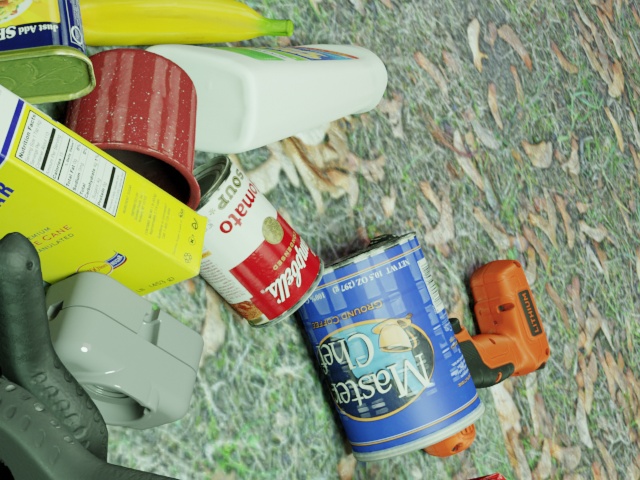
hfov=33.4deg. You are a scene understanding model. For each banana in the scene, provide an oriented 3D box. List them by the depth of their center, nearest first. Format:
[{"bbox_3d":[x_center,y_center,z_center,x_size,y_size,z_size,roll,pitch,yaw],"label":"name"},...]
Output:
[{"bbox_3d":[-0.111,-0.152,0.725,0.197,0.070,0.037,-11,100,-43],"label":"banana"}]

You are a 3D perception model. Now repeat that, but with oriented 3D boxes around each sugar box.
[{"bbox_3d":[-0.157,-0.023,0.587,0.176,0.094,0.048,31,51,-38],"label":"sugar box"}]

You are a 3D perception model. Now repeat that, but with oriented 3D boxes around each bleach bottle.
[{"bbox_3d":[-0.025,-0.118,0.804,0.250,0.103,0.068,-25,124,-59],"label":"bleach bottle"}]

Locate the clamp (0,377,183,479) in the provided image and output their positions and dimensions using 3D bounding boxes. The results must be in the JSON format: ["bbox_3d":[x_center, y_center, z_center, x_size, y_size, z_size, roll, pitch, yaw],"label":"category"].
[{"bbox_3d":[-0.132,0.133,0.529,0.210,0.165,0.036,28,39,7],"label":"clamp"}]

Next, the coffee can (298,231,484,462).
[{"bbox_3d":[0.047,0.077,0.782,0.102,0.103,0.140,-22,91,-53],"label":"coffee can"}]

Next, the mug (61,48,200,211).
[{"bbox_3d":[-0.129,-0.065,0.654,0.117,0.093,0.081,11,56,-16],"label":"mug"}]

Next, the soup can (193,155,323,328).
[{"bbox_3d":[-0.055,0.001,0.721,0.102,0.069,0.068,49,42,-23],"label":"soup can"}]

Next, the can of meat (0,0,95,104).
[{"bbox_3d":[-0.184,-0.124,0.600,0.102,0.057,0.084,-9,74,-8],"label":"can of meat"}]

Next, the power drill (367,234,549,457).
[{"bbox_3d":[0.116,0.071,0.909,0.187,0.057,0.184,-17,91,-50],"label":"power drill"}]

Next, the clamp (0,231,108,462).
[{"bbox_3d":[-0.150,0.065,0.539,0.039,0.120,0.171,-45,113,-36],"label":"clamp"}]
